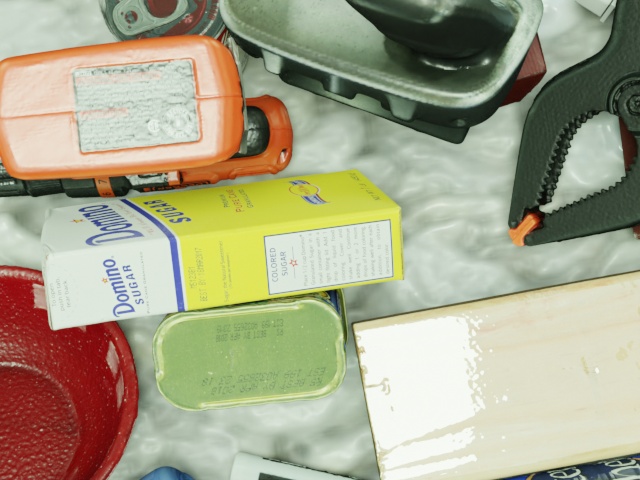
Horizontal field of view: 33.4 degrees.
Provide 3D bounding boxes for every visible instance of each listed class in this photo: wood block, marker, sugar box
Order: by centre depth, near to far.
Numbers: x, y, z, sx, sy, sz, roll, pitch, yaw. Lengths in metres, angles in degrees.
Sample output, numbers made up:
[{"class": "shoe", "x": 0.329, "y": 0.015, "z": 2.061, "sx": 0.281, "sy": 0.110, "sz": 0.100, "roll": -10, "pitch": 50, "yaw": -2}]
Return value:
[{"class": "sugar box", "x": -0.054, "y": 0.000, "z": 0.555, "sx": 0.176, "sy": 0.093, "sz": 0.048, "roll": -6, "pitch": 107, "yaw": -12}, {"class": "wood block", "x": 0.125, "y": 0.069, "z": 0.564, "sx": 0.206, "sy": 0.091, "sz": 0.090, "roll": -10, "pitch": 85, "yaw": 0}, {"class": "marker", "x": 0.010, "y": 0.140, "z": 0.596, "sx": 0.121, "sy": 0.020, "sz": 0.020, "roll": 12, "pitch": 85, "yaw": 3}]

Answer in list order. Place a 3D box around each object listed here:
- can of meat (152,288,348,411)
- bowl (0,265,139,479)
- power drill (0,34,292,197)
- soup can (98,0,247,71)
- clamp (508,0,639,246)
[{"class": "can of meat", "x": -0.035, "y": 0.053, "z": 0.568, "sx": 0.102, "sy": 0.084, "sz": 0.057, "roll": -6, "pitch": 97, "yaw": 1}, {"class": "bowl", "x": -0.177, "y": 0.095, "z": 0.569, "sx": 0.162, "sy": 0.055, "sz": 0.162, "roll": 2, "pitch": 58, "yaw": -4}, {"class": "power drill", "x": -0.104, "y": -0.053, "z": 0.532, "sx": 0.184, "sy": 0.187, "sz": 0.057, "roll": -8, "pitch": 91, "yaw": -3}, {"class": "soup can", "x": -0.076, "y": -0.118, "z": 0.580, "sx": 0.068, "sy": 0.102, "sz": 0.068, "roll": 0, "pitch": 85, "yaw": 1}, {"class": "clamp", "x": 0.180, "y": -0.069, "z": 0.556, "sx": 0.165, "sy": 0.036, "sz": 0.210, "roll": 41, "pitch": 114, "yaw": 21}]
